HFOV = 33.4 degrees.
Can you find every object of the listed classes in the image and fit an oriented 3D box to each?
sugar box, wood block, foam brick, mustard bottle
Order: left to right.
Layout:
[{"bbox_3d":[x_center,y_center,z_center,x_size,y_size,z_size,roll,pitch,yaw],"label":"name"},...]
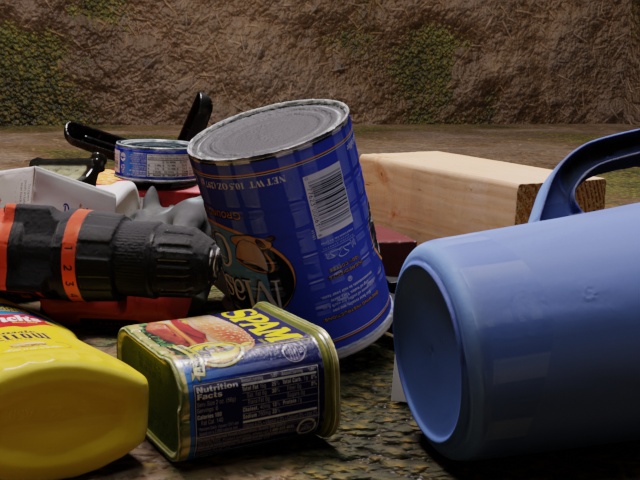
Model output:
[{"bbox_3d":[-0.247,-0.017,0.777,0.176,0.048,0.093,-2,-11,27],"label":"sugar box"},{"bbox_3d":[-0.168,0.066,0.552,0.096,0.058,0.192,-3,11,-32],"label":"mustard bottle"},{"bbox_3d":[0.038,0.019,0.867,0.051,0.053,0.078,-2,12,-19],"label":"foam brick"},{"bbox_3d":[0.124,-0.018,0.874,0.090,0.090,0.206,-6,13,-31],"label":"wood block"}]

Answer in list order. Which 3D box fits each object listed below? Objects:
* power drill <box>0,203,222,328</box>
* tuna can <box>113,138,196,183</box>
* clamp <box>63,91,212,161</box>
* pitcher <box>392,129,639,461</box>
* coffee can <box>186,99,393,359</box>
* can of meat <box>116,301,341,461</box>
[{"bbox_3d":[-0.137,0.019,0.665,0.184,0.057,0.187,5,-11,8],"label":"power drill"},{"bbox_3d":[-0.157,-0.078,1.037,0.086,0.034,0.086,3,11,-1],"label":"tuna can"},{"bbox_3d":[-0.157,-0.090,1.176,0.165,0.036,0.209,-13,-31,20],"label":"clamp"},{"bbox_3d":[0.163,0.031,0.549,0.242,0.145,0.149,-7,25,-16],"label":"pitcher"},{"bbox_3d":[-0.017,-0.006,0.674,0.103,0.140,0.103,-12,23,5],"label":"coffee can"},{"bbox_3d":[-0.050,0.071,0.549,0.083,0.057,0.102,-7,12,-27],"label":"can of meat"}]
